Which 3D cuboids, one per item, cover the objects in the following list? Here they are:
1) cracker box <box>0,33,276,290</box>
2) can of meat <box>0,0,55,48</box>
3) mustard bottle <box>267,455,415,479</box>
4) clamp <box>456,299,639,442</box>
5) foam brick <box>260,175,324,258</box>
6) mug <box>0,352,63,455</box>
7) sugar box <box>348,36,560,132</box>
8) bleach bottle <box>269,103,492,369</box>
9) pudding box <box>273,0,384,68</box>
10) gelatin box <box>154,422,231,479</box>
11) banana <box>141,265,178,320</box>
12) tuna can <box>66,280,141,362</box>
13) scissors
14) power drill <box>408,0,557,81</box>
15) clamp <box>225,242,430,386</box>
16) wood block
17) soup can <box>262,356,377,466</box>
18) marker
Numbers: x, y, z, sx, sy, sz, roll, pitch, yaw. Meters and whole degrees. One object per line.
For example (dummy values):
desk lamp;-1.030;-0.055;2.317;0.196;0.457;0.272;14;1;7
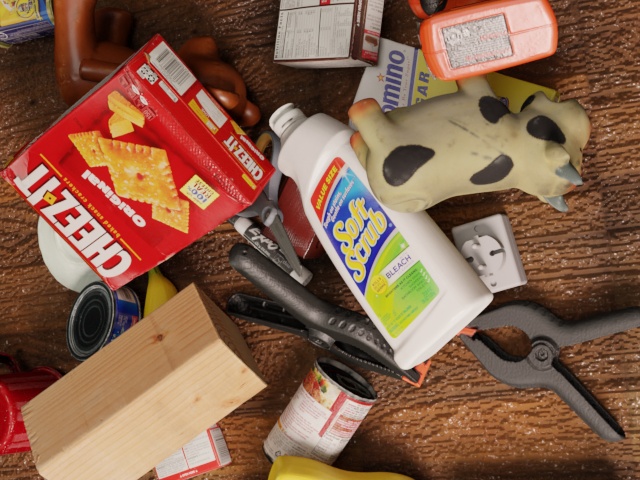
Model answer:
cracker box;-0.174;-0.064;0.993;0.214;0.072;0.164;-30;109;36
can of meat;-0.310;-0.262;1.124;0.084;0.057;0.102;-9;88;18
mustard bottle;0.044;0.253;0.967;0.191;0.058;0.096;10;114;-8
clamp;0.208;0.090;0.942;0.172;0.039;0.120;24;97;19
foam brick;-0.012;-0.029;1.016;0.051;0.053;0.078;28;100;18
mug;-0.321;0.168;1.106;0.093;0.081;0.117;-35;70;25
sugar box;0.119;-0.116;0.971;0.176;0.048;0.093;20;96;18
bleach bottle;0.035;-0.015;0.939;0.251;0.068;0.103;51;119;15
pudding box;0.007;-0.208;0.995;0.114;0.039;0.090;9;94;49
gelatin box;-0.138;0.193;1.073;0.073;0.030;0.089;-22;80;19
banana;-0.189;0.118;1.092;0.070;0.037;0.198;32;99;46
tuna can;-0.221;0.084;1.082;0.086;0.033;0.086;-19;62;41
scissors;-0.039;-0.042;0.978;0.202;0.016;0.096;36;103;59
power drill;0.157;-0.203;0.891;0.185;0.187;0.057;-13;116;18
clamp;0.001;0.072;0.973;0.210;0.164;0.036;24;70;11
wood block;-0.169;0.148;1.013;0.206;0.090;0.091;-36;44;3
soup can;-0.001;0.170;1.003;0.068;0.068;0.102;35;102;17
marker;-0.057;0.001;1.050;0.121;0.020;0.020;41;103;16
